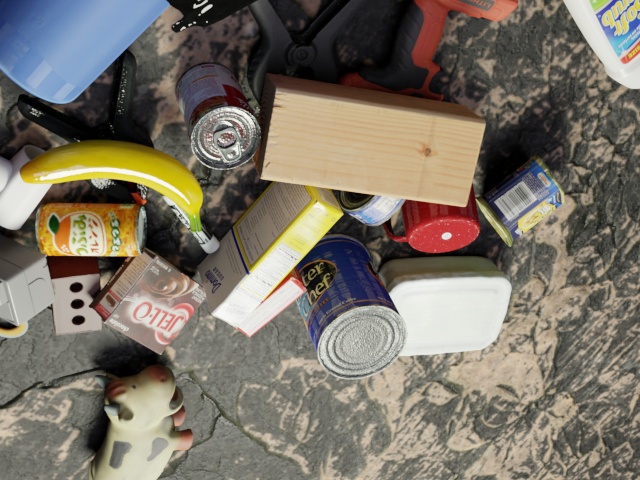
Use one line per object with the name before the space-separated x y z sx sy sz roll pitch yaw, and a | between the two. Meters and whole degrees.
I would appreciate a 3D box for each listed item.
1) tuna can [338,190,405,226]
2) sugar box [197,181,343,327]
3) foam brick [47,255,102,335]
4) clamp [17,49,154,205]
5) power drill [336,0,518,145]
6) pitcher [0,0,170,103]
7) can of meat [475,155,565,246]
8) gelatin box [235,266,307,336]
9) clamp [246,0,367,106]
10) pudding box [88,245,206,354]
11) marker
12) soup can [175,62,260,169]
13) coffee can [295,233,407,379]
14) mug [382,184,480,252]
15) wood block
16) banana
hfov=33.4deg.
tuna can | 0.059 -0.061 1.156 0.033 0.086 0.086 31 110 -31
sugar box | -0.057 0.001 1.157 0.048 0.093 0.176 29 112 -32
foam brick | -0.265 0.054 1.152 0.053 0.051 0.078 -6 125 -15
clamp | -0.224 -0.101 1.065 0.120 0.039 0.171 -15 127 -6
power drill | 0.126 -0.185 1.109 0.184 0.057 0.188 14 118 -26
pitcher | -0.193 -0.245 0.930 0.243 0.149 0.144 -43 143 17
can of meat | 0.230 -0.045 1.220 0.084 0.057 0.102 -37 164 6
gelatin box | -0.064 0.054 1.203 0.089 0.073 0.030 -40 126 11
clamp | -0.013 -0.198 1.067 0.164 0.036 0.210 -7 127 -13
pudding box | -0.184 0.064 1.160 0.090 0.039 0.113 -53 143 -4
marker | -0.147 -0.032 1.151 0.020 0.020 0.121 -32 127 5
soup can | -0.102 -0.124 1.049 0.068 0.102 0.068 -9 126 -12
coffee can | 0.027 0.072 1.204 0.102 0.140 0.103 -9 126 -12
mug | 0.120 -0.035 1.181 0.117 0.081 0.093 -20 150 25
wood block | 0.044 -0.099 1.050 0.206 0.090 0.091 8 106 -12
banana | -0.191 -0.063 1.048 0.197 0.037 0.069 18 89 -29
